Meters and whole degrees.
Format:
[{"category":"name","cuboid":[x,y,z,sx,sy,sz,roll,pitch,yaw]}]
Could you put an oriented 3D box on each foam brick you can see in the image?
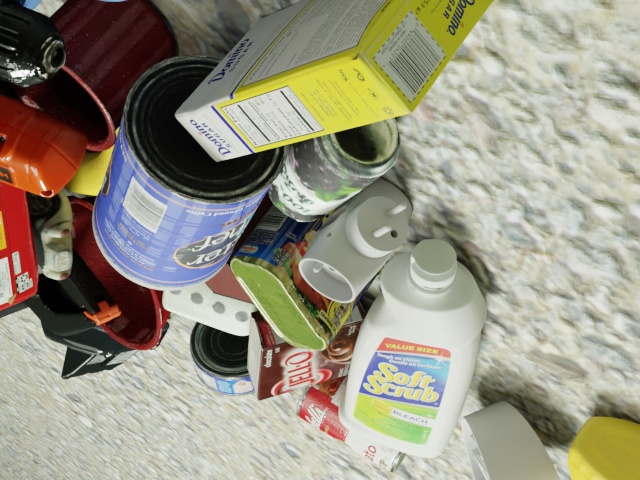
[{"category":"foam brick","cuboid":[-0.055,0.001,0.809,0.051,0.078,0.053,11,146,40]}]

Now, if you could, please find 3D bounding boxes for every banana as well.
[{"category":"banana","cuboid":[-0.190,-0.070,0.907,0.198,0.037,0.069,-15,100,55]}]

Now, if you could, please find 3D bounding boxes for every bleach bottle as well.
[{"category":"bleach bottle","cuboid":[0.067,0.078,0.801,0.103,0.068,0.251,20,148,13]}]

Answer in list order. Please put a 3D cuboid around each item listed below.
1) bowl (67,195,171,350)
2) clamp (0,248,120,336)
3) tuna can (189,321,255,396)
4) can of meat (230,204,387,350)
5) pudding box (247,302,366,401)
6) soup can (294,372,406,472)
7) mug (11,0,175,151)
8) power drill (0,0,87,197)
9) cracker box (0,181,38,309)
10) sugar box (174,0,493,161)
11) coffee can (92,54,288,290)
[{"category":"bowl","cuboid":[-0.181,0.020,0.985,0.162,0.055,0.162,31,139,31]},{"category":"clamp","cuboid":[-0.271,0.042,1.019,0.210,0.036,0.165,29,127,30]},{"category":"tuna can","cuboid":[-0.077,0.098,0.979,0.086,0.086,0.034,25,150,22]},{"category":"can of meat","cuboid":[-0.009,0.018,0.773,0.058,0.083,0.102,8,142,44]},{"category":"pudding box","cuboid":[-0.013,0.086,0.881,0.113,0.090,0.039,96,154,-58]},{"category":"soup can","cuboid":[0.038,0.153,0.952,0.102,0.068,0.068,29,153,13]},{"category":"mug","cuboid":[-0.161,-0.123,0.730,0.117,0.081,0.093,10,143,41]},{"category":"power drill","cuboid":[-0.206,-0.097,0.635,0.185,0.057,0.187,23,160,18]},{"category":"cracker box","cuboid":[-0.318,-0.060,0.891,0.214,0.072,0.164,38,138,38]},{"category":"sugar box","cuboid":[0.002,-0.096,0.568,0.048,0.093,0.177,47,152,-20]},{"category":"coffee can","cuboid":[-0.088,-0.040,0.696,0.103,0.102,0.140,37,149,0]}]
